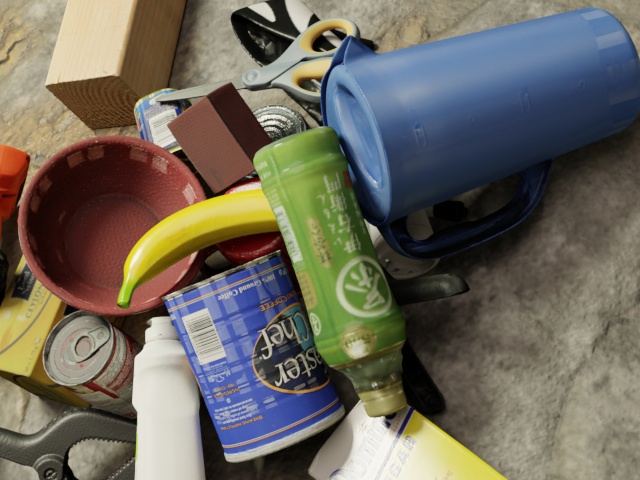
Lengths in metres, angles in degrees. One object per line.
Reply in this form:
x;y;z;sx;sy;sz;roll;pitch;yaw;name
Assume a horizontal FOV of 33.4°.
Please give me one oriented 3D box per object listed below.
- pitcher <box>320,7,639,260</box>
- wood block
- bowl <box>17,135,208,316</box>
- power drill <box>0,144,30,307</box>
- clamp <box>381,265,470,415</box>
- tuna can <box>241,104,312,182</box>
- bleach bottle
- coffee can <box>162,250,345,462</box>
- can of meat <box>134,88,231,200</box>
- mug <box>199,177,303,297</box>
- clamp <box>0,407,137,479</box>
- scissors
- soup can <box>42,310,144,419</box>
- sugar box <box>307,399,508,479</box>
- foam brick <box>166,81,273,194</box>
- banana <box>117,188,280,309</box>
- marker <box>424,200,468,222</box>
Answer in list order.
0.133;-0.097;0.862;0.242;0.149;0.145;-18;53;-14;pitcher
-0.209;-0.232;1.132;0.091;0.090;0.206;-3;63;23;wood block
-0.177;-0.007;0.926;0.162;0.055;0.162;3;72;-10;bowl
-0.323;0.001;1.026;0.185;0.057;0.187;131;148;-49;power drill
0.052;0.050;0.872;0.172;0.039;0.120;37;119;33;clamp
-0.046;-0.087;1.018;0.086;0.033;0.086;-10;60;18;tuna can
-0.120;0.182;0.848;0.068;0.103;0.251;0;70;-13;bleach bottle
-0.053;0.091;0.851;0.103;0.102;0.140;-22;90;11;coffee can
-0.131;-0.084;1.013;0.057;0.102;0.084;-25;55;9;can of meat
-0.056;0.001;0.947;0.117;0.081;0.093;-23;57;10;mug
-0.236;0.190;0.913;0.210;0.036;0.164;-23;91;-5;clamp
-0.048;-0.161;0.966;0.202;0.016;0.096;5;64;21;scissors
-0.185;0.111;0.932;0.069;0.102;0.068;-10;61;18;soup can
0.081;0.193;0.808;0.176;0.048;0.093;33;80;32;sugar box
-0.086;-0.091;0.942;0.053;0.078;0.051;-28;12;30;foam brick
-0.081;-0.006;0.879;0.197;0.037;0.070;-23;64;-3;banana
0.073;-0.033;0.947;0.121;0.020;0.020;10;69;27;marker
